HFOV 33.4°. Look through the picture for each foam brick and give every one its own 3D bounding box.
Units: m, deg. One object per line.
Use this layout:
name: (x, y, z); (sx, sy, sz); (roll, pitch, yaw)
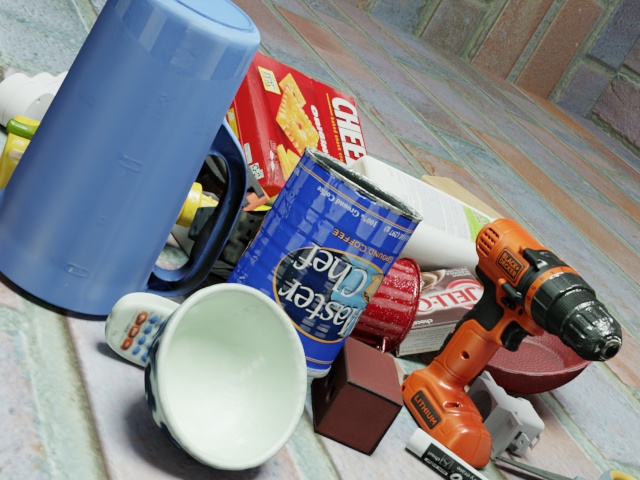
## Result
foam brick: (0.028, 0.121, 0.846); (0.051, 0.053, 0.078); (26, 18, -12)

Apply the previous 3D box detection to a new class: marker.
marker: (0.122, 0.193, 0.853); (0.121, 0.020, 0.020); (35, 19, 14)

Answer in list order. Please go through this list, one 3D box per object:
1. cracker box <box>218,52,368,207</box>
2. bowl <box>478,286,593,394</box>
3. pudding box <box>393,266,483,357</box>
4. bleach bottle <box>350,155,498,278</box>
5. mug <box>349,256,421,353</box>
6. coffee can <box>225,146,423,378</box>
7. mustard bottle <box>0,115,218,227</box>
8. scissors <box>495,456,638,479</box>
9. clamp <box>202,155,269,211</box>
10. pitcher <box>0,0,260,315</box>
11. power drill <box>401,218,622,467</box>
cracker box: (-0.028, -0.102, 1.163); (0.213, 0.072, 0.164); (15, 57, -52)
bowl: (0.208, 0.107, 1.089); (0.162, 0.055, 0.162); (0, 31, 0)
pudding box: (0.112, 0.069, 1.060); (0.113, 0.039, 0.090); (-9, 32, -15)
bleach bottle: (0.135, -0.001, 1.132); (0.250, 0.068, 0.102); (22, 44, -27)
mug: (0.035, 0.060, 0.982); (0.081, 0.093, 0.117); (17, 58, -21)
coffee can: (-0.003, 0.016, 0.796); (0.102, 0.140, 0.103); (31, 9, -6)
mustard bottle: (-0.181, -0.050, 0.929); (0.191, 0.058, 0.096); (16, 23, -18)
scissors: (0.241, 0.218, 0.974); (0.201, 0.016, 0.096); (28, 17, -8)
clamp: (-0.120, -0.109, 1.043); (0.210, 0.036, 0.164); (55, -13, 11)
pitcher: (-0.135, -0.071, 0.794); (0.145, 0.243, 0.149); (41, 22, 23)
power drill: (0.154, 0.095, 0.890); (0.057, 0.188, 0.184); (21, 19, -30)
